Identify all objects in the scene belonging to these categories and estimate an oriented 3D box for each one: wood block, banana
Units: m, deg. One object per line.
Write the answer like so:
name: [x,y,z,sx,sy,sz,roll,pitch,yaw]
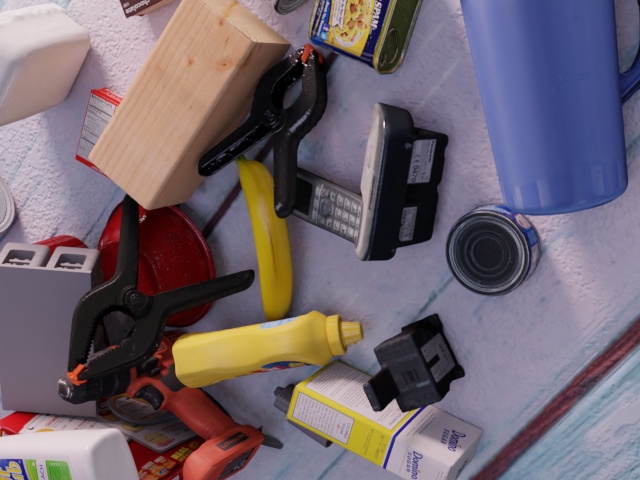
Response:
wood block: [-0.135,-0.141,1.086,0.090,0.090,0.206,40,111,13]
banana: [-0.053,0.001,1.110,0.037,0.070,0.198,-13,103,-12]

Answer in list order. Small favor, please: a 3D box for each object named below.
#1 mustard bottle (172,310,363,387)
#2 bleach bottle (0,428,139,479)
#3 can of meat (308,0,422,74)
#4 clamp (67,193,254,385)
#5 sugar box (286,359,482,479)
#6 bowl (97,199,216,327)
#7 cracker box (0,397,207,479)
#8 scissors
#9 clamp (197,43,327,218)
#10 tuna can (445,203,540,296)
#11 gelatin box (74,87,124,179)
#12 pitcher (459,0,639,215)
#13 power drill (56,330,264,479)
mustard bottle: [-0.050,0.110,1.109,0.192,0.096,0.058,-11,81,11]
bleach bottle: [-0.306,0.253,1.117,0.251,0.068,0.102,-10,98,31]
can of meat: [0.043,-0.219,1.007,0.084,0.057,0.102,26,113,23]
clamp: [-0.194,0.055,1.098,0.164,0.209,0.036,41,162,10]
sugar box: [0.065,0.186,1.074,0.176,0.093,0.048,27,114,20]
bowl: [-0.195,0.033,1.182,0.162,0.055,0.162,15,118,29]
cracker box: [-0.234,0.240,1.206,0.214,0.164,0.072,16,109,23]
scissors: [-0.138,0.182,1.217,0.201,0.096,0.016,7,144,-2]
clamp: [-0.037,-0.108,1.055,0.120,0.039,0.171,37,98,22]
tuna can: [0.163,0.009,1.012,0.086,0.033,0.086,7,106,26]
gelatin box: [-0.230,-0.116,1.193,0.073,0.030,0.089,28,114,21]
pitcher: [0.202,-0.152,0.907,0.149,0.144,0.243,-1,106,40]
power drill: [-0.164,0.179,1.132,0.188,0.184,0.057,44,122,19]
